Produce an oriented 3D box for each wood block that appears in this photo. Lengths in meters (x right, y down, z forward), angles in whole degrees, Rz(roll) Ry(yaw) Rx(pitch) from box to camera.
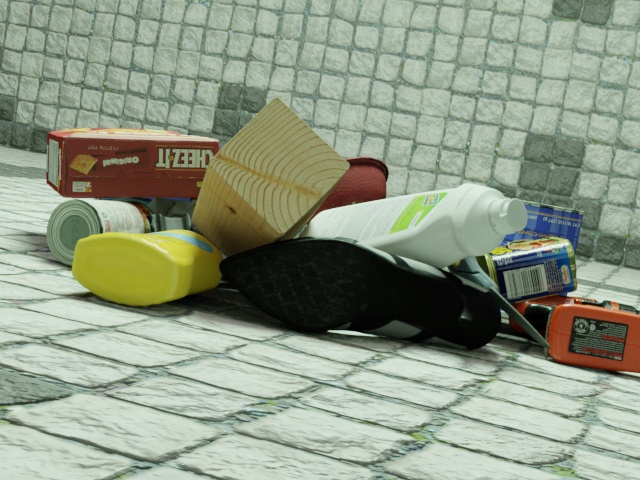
[{"bbox_3d":[-0.054,-0.041,0.999,0.091,0.090,0.206,44,-16,0],"label":"wood block"}]

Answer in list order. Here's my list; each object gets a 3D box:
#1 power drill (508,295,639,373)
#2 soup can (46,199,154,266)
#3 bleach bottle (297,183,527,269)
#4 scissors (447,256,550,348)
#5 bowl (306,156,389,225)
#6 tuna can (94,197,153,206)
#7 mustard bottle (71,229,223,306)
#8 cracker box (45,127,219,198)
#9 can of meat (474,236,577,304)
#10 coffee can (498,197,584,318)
[{"bbox_3d":[0.285,0.091,1.064,0.184,0.057,0.187,7,1,5],"label":"power drill"},{"bbox_3d":[-0.219,-0.007,1.078,0.069,0.068,0.102,12,5,24],"label":"soup can"},{"bbox_3d":[0.081,0.000,0.999,0.251,0.102,0.068,-11,-53,47],"label":"bleach bottle"},{"bbox_3d":[0.151,0.053,1.018,0.016,0.096,0.202,-18,53,-20],"label":"scissors"},{"bbox_3d":[0.020,-0.034,1.312,0.162,0.055,0.162,-20,-24,-10],"label":"bowl"},{"bbox_3d":[-0.236,-0.039,1.309,0.086,0.034,0.086,13,-3,0],"label":"tuna can"},{"bbox_3d":[-0.140,0.020,0.957,0.096,0.058,0.191,10,4,12],"label":"mustard bottle"},{"bbox_3d":[-0.215,-0.088,1.191,0.164,0.072,0.214,-1,7,-19],"label":"cracker box"},{"bbox_3d":[0.203,0.030,1.059,0.084,0.057,0.102,-11,3,1],"label":"can of meat"},{"bbox_3d":[0.255,0.024,1.295,0.103,0.140,0.103,10,4,-1],"label":"coffee can"}]
